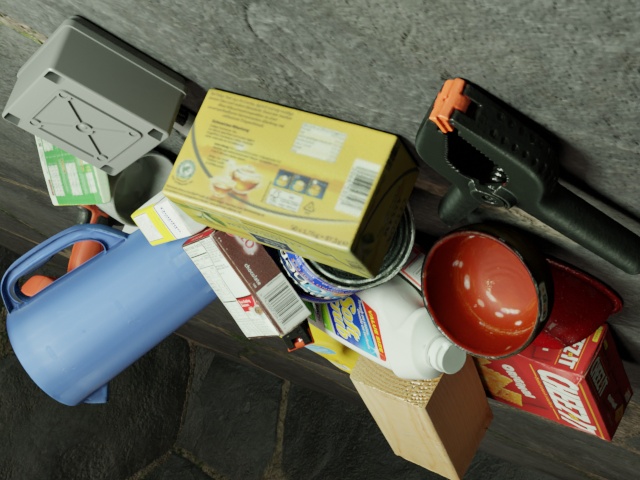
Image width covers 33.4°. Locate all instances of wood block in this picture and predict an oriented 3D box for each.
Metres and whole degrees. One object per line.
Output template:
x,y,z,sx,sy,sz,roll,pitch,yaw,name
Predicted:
0.112,0.167,1.139,0.090,0.090,0.206,19,156,28,wood block

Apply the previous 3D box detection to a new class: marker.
-0.153,-0.123,0.903,0.121,0.020,0.020,31,166,-33,marker

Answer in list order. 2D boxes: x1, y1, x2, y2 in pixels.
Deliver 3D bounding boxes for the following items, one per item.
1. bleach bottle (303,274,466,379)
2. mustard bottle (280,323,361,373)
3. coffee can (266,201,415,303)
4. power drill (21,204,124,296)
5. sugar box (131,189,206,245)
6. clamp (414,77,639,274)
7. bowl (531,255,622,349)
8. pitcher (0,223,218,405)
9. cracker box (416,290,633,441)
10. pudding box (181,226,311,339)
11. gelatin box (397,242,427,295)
0.051,0.062,1.026,0.068,0.102,0.251,-14,-158,-28,bleach bottle
-0.001,0.110,1.299,0.096,0.058,0.191,18,170,42,mustard bottle
0.014,-0.002,0.922,0.102,0.103,0.140,25,168,-7,coffee can
-0.293,-0.008,1.287,0.057,0.187,0.184,17,171,24,power drill
-0.118,-0.040,1.019,0.048,0.093,0.176,56,162,-11,sugar box
0.113,-0.042,0.708,0.165,0.036,0.209,13,163,41,clamp
0.187,0.056,0.969,0.162,0.055,0.162,22,168,5,bowl
-0.219,0.057,1.169,0.145,0.243,0.149,61,-169,30,pitcher
0.210,0.125,1.144,0.214,0.072,0.164,17,157,34,cracker box
-0.068,0.034,0.955,0.113,0.039,0.090,57,158,-8,pudding box
0.092,0.026,1.020,0.089,0.030,0.073,42,178,27,gelatin box
